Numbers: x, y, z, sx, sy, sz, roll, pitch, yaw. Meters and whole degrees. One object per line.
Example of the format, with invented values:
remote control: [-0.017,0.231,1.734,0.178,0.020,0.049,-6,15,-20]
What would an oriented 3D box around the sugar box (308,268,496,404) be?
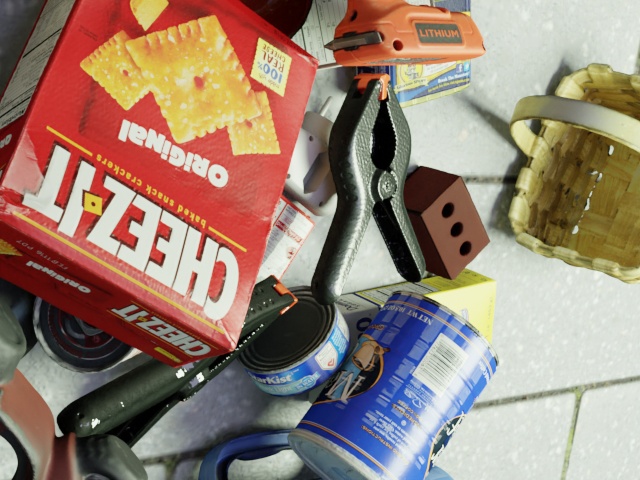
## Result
sugar box: [0.073,0.085,0.914,0.175,0.048,0.093,-12,111,-37]

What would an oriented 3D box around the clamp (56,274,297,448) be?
clamp: [-0.103,0.097,0.740,0.209,0.036,0.165,-37,169,-33]

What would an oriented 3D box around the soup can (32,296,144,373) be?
soup can: [-0.134,0.046,0.689,0.102,0.068,0.068,0,109,-84]

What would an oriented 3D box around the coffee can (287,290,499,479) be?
coffee can: [0.056,0.123,0.810,0.140,0.103,0.102,-53,129,-21]

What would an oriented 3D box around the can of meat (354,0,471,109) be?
can of meat: [0.072,-0.155,0.833,0.101,0.058,0.084,-19,117,-32]

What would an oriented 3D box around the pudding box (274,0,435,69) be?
pudding box: [0.023,-0.171,0.755,0.113,0.039,0.090,-10,100,3]

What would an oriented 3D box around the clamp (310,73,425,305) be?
clamp: [0.031,-0.034,0.789,0.120,0.039,0.171,-26,112,-50]

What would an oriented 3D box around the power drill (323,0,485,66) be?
power drill: [0.061,-0.209,0.690,0.184,0.057,0.188,-10,96,-38]

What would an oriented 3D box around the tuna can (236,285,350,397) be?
tuna can: [-0.021,0.076,0.811,0.086,0.086,0.033,-45,128,-19]

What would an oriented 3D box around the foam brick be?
foam brick: [0.098,-0.015,0.899,0.053,0.051,0.078,-44,126,-19]

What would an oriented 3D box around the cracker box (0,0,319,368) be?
cracker box: [-0.100,-0.058,0.624,0.164,0.072,0.213,33,56,-30]
